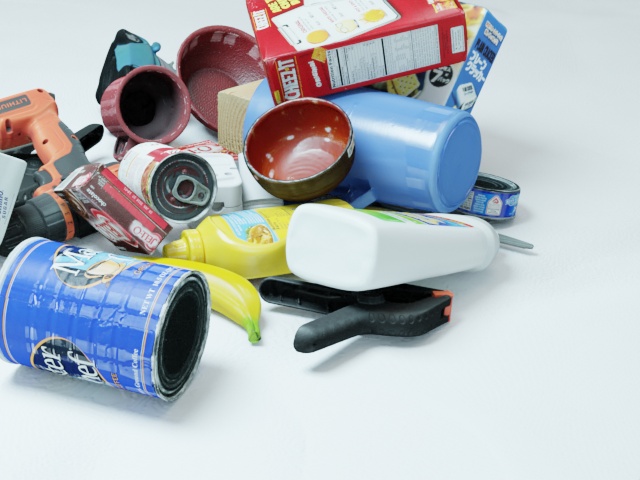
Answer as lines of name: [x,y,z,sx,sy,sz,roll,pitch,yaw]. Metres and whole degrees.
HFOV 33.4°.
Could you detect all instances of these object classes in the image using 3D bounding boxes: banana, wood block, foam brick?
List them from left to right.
banana: [-0.131,0.041,0.953,0.198,0.037,0.069,12,24,18]
foam brick: [-0.142,-0.202,1.461,0.078,0.051,0.053,-17,33,-36]
wood block: [-0.025,-0.155,1.330,0.091,0.090,0.205,21,30,35]

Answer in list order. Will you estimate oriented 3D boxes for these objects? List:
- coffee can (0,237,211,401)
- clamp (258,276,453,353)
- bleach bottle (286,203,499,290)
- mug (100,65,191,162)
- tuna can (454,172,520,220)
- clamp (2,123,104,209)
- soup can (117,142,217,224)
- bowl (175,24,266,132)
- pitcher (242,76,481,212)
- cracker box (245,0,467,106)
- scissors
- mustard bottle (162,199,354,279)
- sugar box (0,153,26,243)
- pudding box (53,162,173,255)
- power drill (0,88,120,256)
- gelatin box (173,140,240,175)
coffee can: [-0.169,0.060,0.831,0.140,0.103,0.102,11,26,15]
clamp: [0.031,0.057,0.940,0.171,0.039,0.120,-2,28,-28]
bleach bottle: [0.086,0.002,0.997,0.103,0.068,0.250,15,11,37]
mug: [-0.215,-0.146,1.263,0.093,0.117,0.082,23,-9,-28]
tuna can: [0.177,-0.051,1.179,0.086,0.034,0.086,9,17,-3]
clamp: [-0.310,-0.076,1.175,0.209,0.036,0.165,-8,36,-19]
soup can: [-0.150,-0.057,1.034,0.068,0.068,0.102,-10,15,-26]
bowl: [-0.123,-0.197,1.387,0.161,0.162,0.055,-16,-11,-36]
pitcher: [0.041,-0.096,1.150,0.243,0.149,0.144,15,17,33]
cracker box: [0.035,-0.235,1.156,0.213,0.072,0.164,-14,42,-2]
scissors: [0.116,-0.014,1.130,0.096,0.016,0.202,-21,34,-39]
mustard bottle: [-0.057,0.002,1.023,0.191,0.058,0.096,-7,28,-22]
sugar box: [-0.356,-0.051,1.028,0.176,0.093,0.048,18,-1,40]
pudding box: [-0.195,-0.029,0.995,0.039,0.090,0.114,-50,20,-13]
power drill: [-0.293,-0.071,1.097,0.184,0.057,0.188,-24,57,-35]
gelatin box: [-0.144,-0.087,1.236,0.089,0.030,0.073,-17,32,-38]
